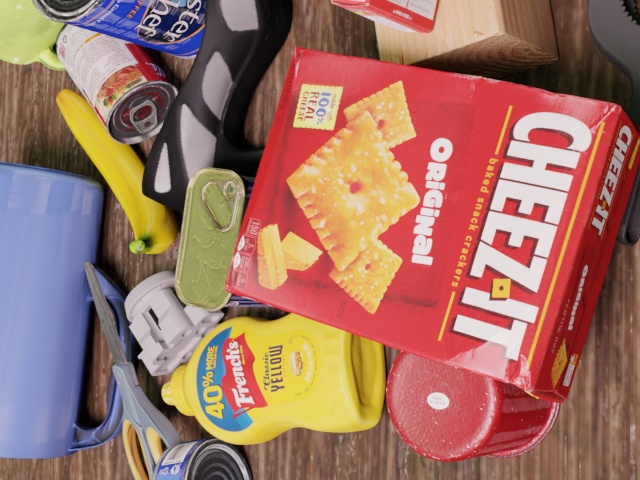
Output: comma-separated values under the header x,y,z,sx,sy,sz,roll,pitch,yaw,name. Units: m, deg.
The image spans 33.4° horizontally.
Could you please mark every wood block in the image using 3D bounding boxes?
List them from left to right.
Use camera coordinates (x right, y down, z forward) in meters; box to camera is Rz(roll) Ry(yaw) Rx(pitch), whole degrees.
x,y,z,sx,sy,sz,roll,pitch,yaw,name
0.086,-0.213,0.710,0.091,0.090,0.206,-13,80,35,wood block

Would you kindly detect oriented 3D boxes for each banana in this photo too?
x,y,z,sx,sy,sz,roll,pitch,yaw,name
-0.163,-0.053,0.891,0.037,0.069,0.198,-36,56,2,banana

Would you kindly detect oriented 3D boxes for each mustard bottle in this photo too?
x,y,z,sx,sy,sz,roll,pitch,yaw,name
-0.045,0.103,0.800,0.192,0.058,0.096,-15,72,34,mustard bottle

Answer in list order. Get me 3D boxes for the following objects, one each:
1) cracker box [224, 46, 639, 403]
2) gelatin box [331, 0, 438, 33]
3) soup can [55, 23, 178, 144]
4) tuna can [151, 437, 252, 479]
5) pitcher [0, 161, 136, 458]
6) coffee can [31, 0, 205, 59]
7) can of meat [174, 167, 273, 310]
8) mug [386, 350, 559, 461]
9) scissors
x,y,z,sx,sy,sz,roll,pitch,yaw,name
0.061,-0.016,0.635,0.214,0.072,0.164,16,88,31,cracker box
0.045,-0.175,0.635,0.030,0.073,0.089,14,95,36,gelatin box
-0.172,-0.140,0.901,0.069,0.068,0.102,-49,62,23,soup can
-0.088,0.193,0.808,0.034,0.086,0.086,-16,78,31,tuna can
-0.246,0.061,0.915,0.145,0.149,0.243,7,88,50,pitcher
-0.144,-0.207,0.841,0.103,0.140,0.103,-3,85,35,coffee can
-0.055,0.001,0.797,0.058,0.083,0.102,9,92,39,can of meat
0.092,0.087,0.690,0.093,0.081,0.117,-28,72,31,mug
-0.145,0.116,0.855,0.096,0.016,0.202,6,110,50,scissors
